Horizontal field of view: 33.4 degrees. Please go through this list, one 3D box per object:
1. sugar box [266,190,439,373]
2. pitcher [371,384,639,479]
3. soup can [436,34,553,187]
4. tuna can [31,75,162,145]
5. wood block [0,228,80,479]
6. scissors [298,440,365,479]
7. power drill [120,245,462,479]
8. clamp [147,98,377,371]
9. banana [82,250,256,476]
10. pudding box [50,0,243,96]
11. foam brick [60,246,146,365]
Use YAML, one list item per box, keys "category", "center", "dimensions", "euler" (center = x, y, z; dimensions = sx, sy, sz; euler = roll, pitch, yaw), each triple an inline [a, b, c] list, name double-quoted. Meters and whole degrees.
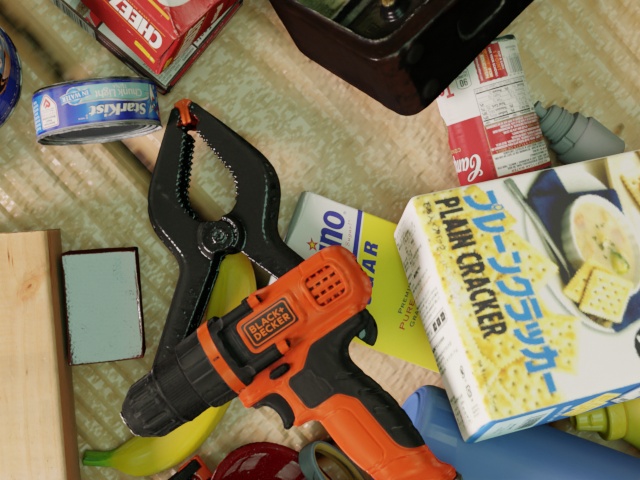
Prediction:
- category: "sugar box"
  center: [0.054, 0.036, 0.777]
  dimensions: [0.176, 0.048, 0.093]
  euler: [20, 89, -8]
- category: "pitcher"
  center: [0.158, 0.203, 0.759]
  dimensions: [0.243, 0.145, 0.149]
  euler: [23, 76, -3]
- category: "soup can"
  center: [0.122, -0.090, 0.772]
  dimensions: [0.068, 0.068, 0.102]
  euler: [-16, 92, -6]
- category: "tuna can"
  center: [-0.153, -0.088, 0.731]
  dimensions: [0.086, 0.086, 0.034]
  euler: [-8, 90, -7]
- category: "wood block"
  center: [-0.217, 0.098, 0.723]
  dimensions: [0.090, 0.091, 0.206]
  euler: [-5, 92, -7]
- category: "scissors"
  center: [0.047, 0.232, 0.766]
  dimensions: [0.016, 0.096, 0.202]
  euler: [-37, 94, 33]
- category: "power drill"
  center: [-0.012, 0.122, 0.676]
  dimensions: [0.184, 0.057, 0.188]
  euler: [-35, 83, 6]
- category: "clamp"
  center: [-0.055, 0.001, 0.737]
  dimensions: [0.164, 0.036, 0.210]
  euler: [-11, 82, 7]
- category: "banana"
  center: [-0.091, 0.096, 0.765]
  dimensions: [0.069, 0.037, 0.198]
  euler: [34, 87, -6]
- category: "pudding box"
  center: [-0.124, -0.173, 0.757]
  dimensions: [0.113, 0.039, 0.090]
  euler: [40, 84, -8]
- category: "foam brick"
  center: [-0.152, 0.045, 0.750]
  dimensions: [0.053, 0.051, 0.078]
  euler: [-3, 91, -8]
